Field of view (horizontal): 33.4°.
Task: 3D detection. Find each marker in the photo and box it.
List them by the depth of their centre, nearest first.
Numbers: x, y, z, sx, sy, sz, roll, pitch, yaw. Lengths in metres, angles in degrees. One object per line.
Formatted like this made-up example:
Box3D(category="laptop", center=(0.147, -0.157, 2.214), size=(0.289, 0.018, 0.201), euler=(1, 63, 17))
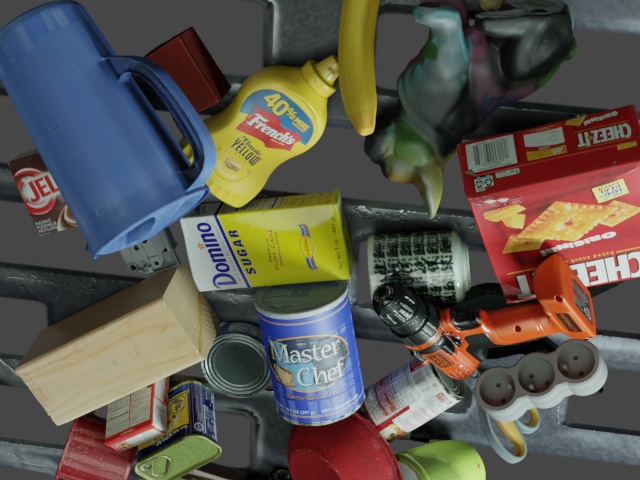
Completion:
Box3D(category="marker", center=(0.074, 0.224, 1.257), size=(0.121, 0.020, 0.020), euler=(5, 115, 6))

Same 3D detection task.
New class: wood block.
Box3D(category="wood block", center=(-0.229, 0.119, 1.217), size=(0.206, 0.090, 0.090), euler=(-25, 109, 18))

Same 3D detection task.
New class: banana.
Box3D(category="banana", center=(0.042, -0.202, 1.030), size=(0.037, 0.070, 0.198), euler=(6, 97, -22))

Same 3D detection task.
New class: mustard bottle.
Box3D(category="mustard bottle", center=(-0.051, -0.123, 1.096), size=(0.192, 0.058, 0.096), euler=(-39, 114, 21))

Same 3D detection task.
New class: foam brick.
Box3D(category="foam brick", center=(-0.138, -0.170, 1.092), size=(0.053, 0.051, 0.078), euler=(-26, 108, 19))

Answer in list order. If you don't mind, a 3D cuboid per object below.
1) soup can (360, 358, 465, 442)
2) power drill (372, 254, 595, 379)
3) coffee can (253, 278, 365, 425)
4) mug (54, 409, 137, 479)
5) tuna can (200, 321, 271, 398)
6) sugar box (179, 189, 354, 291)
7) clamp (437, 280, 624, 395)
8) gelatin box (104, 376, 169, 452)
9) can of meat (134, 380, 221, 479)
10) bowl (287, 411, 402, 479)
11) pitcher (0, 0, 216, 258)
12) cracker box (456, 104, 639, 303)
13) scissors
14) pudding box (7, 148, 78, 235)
Box3D(category="soup can", center=(0.103, 0.174, 1.203), size=(0.102, 0.068, 0.068), euler=(-35, 105, 21))
Box3D(category="power drill", center=(0.165, 0.072, 1.069), size=(0.188, 0.057, 0.184), euler=(-18, 145, 28))
Box3D(category="coffee can", center=(-0.011, 0.117, 1.175), size=(0.103, 0.102, 0.140), euler=(-5, 114, 11))
Box3D(category="mug", center=(-0.262, 0.246, 1.290), size=(0.081, 0.093, 0.117), euler=(19, 79, -5))
Box3D(category="tuna can", center=(-0.093, 0.137, 1.235), size=(0.086, 0.033, 0.086), euler=(3, 115, 7))
Box3D(category="sugar box", center=(-0.058, 0.002, 1.162), size=(0.176, 0.048, 0.093), euler=(-7, 113, 11))
Box3D(category="clamp", center=(0.223, 0.083, 1.158), size=(0.210, 0.036, 0.165), euler=(11, 121, 4))
Box3D(category="gelatin box", center=(-0.214, 0.194, 1.247), size=(0.073, 0.089, 0.030), euler=(-26, 136, 24))
Box3D(category="can of meat", center=(-0.169, 0.224, 1.252), size=(0.102, 0.084, 0.057), euler=(-31, 133, 20))
Box3D(category="bowl", center=(0.015, 0.262, 1.222), size=(0.162, 0.055, 0.162), euler=(25, 132, 31))
Box3D(category="pitcher", center=(-0.217, -0.118, 1.060), size=(0.149, 0.145, 0.243), euler=(-31, 88, -16))
Box3D(category="cracker box", center=(0.236, -0.027, 1.033), size=(0.164, 0.072, 0.213), euler=(-12, 146, 14))
Box3D(category="scissors", center=(0.183, 0.151, 1.200), size=(0.016, 0.096, 0.202), euler=(-39, 74, 45))
Box3D(category="pudding box", center=(-0.273, -0.063, 1.168), size=(0.114, 0.039, 0.090), euler=(-15, 110, 14))
